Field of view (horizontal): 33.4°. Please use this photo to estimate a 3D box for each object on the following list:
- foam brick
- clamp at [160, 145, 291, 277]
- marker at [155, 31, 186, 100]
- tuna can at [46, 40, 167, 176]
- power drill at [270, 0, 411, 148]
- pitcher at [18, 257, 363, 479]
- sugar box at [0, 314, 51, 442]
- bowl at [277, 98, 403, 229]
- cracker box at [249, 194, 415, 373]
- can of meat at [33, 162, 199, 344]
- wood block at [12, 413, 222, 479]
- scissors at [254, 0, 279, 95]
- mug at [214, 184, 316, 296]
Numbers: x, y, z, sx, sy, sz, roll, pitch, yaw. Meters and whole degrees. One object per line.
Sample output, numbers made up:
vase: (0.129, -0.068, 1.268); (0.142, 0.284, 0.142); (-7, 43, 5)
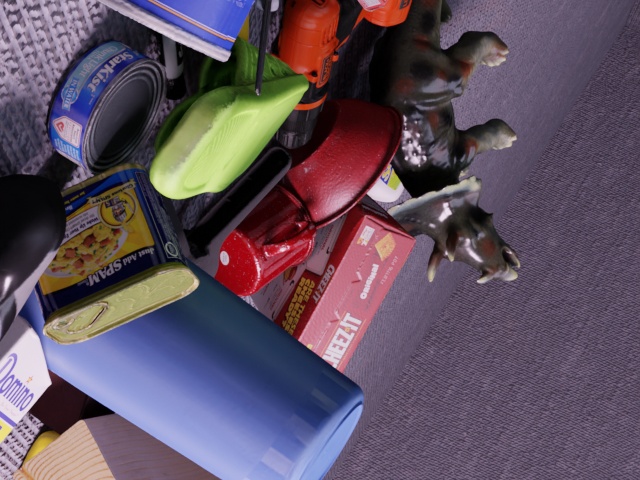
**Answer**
foam brick: (-0.197, 0.120, 0.887); (0.078, 0.051, 0.053); (-30, 148, -63)
clamp: (-0.122, 0.008, 0.922); (0.164, 0.036, 0.210); (-12, 141, -53)
marker: (-0.105, -0.139, 0.743); (0.020, 0.020, 0.121); (-52, 165, -27)
tuna can: (-0.139, -0.087, 0.700); (0.086, 0.034, 0.086); (-54, 165, -22)
power drill: (0.020, -0.192, 0.997); (0.187, 0.057, 0.185); (-52, 167, -33)
pitcher: (-0.092, 0.094, 0.799); (0.149, 0.243, 0.145); (-35, 153, -57)
sugar box: (-0.256, 0.132, 0.716); (0.176, 0.048, 0.093); (-51, 163, -29)
bowl: (0.005, -0.088, 1.064); (0.162, 0.055, 0.162); (-37, -151, 24)
cracker box: (0.001, 0.022, 1.110); (0.164, 0.072, 0.214); (-62, -155, 11)
can of meat: (-0.143, 0.008, 0.700); (0.102, 0.084, 0.057); (-24, 161, 1)
wood block: (-0.142, 0.197, 0.900); (0.090, 0.091, 0.205); (-38, 163, 21)
scissors: (-0.038, -0.167, 0.751); (0.096, 0.016, 0.201); (110, -13, -66)
mug: (-0.057, 0.001, 1.020); (0.081, 0.117, 0.093); (-38, 116, -45)
